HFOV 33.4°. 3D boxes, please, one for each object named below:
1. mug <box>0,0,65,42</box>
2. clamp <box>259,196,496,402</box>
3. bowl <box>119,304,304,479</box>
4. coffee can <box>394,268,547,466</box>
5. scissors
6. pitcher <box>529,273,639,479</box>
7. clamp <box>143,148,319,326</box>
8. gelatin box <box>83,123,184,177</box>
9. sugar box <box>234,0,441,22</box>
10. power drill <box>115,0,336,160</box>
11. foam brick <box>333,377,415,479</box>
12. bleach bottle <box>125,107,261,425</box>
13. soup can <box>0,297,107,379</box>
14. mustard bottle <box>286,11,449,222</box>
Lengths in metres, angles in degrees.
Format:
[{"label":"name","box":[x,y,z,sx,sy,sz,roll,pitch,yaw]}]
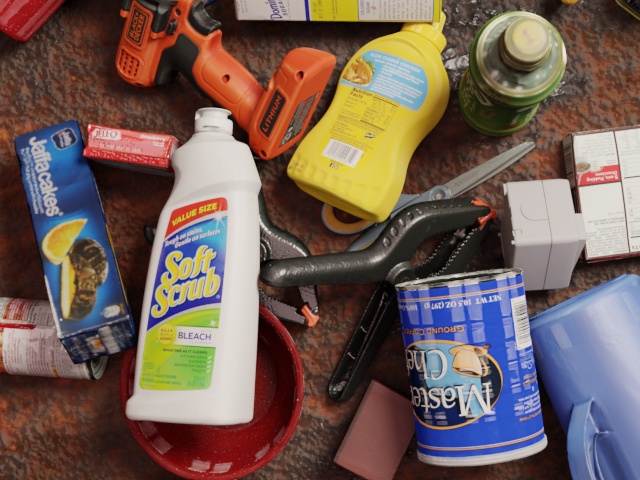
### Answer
[{"label":"mug","box":[-0.271,-0.236,0.943,0.081,0.093,0.117,-46,54,5]},{"label":"clamp","box":[0.061,0.038,0.906,0.209,0.036,0.164,-30,128,-14]},{"label":"bowl","box":[-0.087,0.122,0.916,0.162,0.055,0.162,-1,87,11]},{"label":"coffee can","box":[0.119,0.098,0.848,0.103,0.103,0.140,-8,90,3]},{"label":"scissors","box":[0.084,-0.047,0.940,0.202,0.016,0.096,-44,85,0]},{"label":"pitcher","box":[0.255,0.157,0.857,0.145,0.149,0.243,-26,82,2]},{"label":"clamp","box":[-0.056,0.001,0.935,0.171,0.039,0.120,39,94,-1]},{"label":"gelatin box","box":[-0.156,-0.077,0.920,0.073,0.089,0.030,9,87,4]},{"label":"sugar box","box":[0.017,-0.235,0.919,0.176,0.048,0.093,2,56,3]},{"label":"power drill","box":[-0.081,-0.170,0.885,0.188,0.057,0.185,38,134,13]},{"label":"foam brick","box":[0.051,0.163,0.912,0.051,0.053,0.078,26,90,5]},{"label":"bleach bottle","box":[-0.099,0.019,0.862,0.103,0.068,0.251,-1,84,23]},{"label":"soup can","box":[-0.240,0.085,0.927,0.102,0.068,0.068,3,87,3]},{"label":"mustard bottle","box":[0.056,-0.116,0.916,0.096,0.058,0.191,25,81,28]}]
